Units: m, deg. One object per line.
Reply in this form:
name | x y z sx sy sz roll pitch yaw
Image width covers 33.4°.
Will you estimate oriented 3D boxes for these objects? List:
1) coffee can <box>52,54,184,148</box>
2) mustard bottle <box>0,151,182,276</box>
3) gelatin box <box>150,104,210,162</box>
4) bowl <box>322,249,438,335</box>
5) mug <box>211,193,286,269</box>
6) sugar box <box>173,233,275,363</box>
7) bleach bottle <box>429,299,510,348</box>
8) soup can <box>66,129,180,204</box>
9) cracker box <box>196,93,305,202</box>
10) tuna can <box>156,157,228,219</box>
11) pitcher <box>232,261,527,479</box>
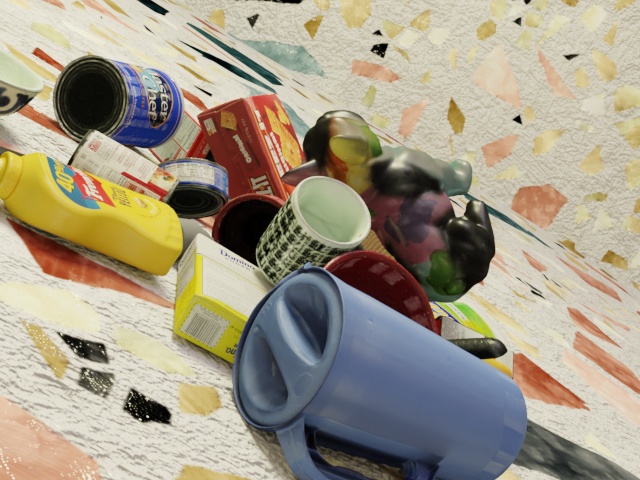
coffee can | -0.242 -0.165 1.294 0.103 0.103 0.140 36 14 15
mustard bottle | -0.220 -0.032 0.957 0.191 0.058 0.096 24 21 -33
gelatin box | -0.178 -0.128 1.374 0.030 0.073 0.089 19 19 -46
bowl | 0.035 0.093 0.995 0.161 0.162 0.055 25 -28 -31
mug | -0.058 0.001 1.165 0.117 0.093 0.081 47 8 -1
sugar box | -0.085 0.057 0.980 0.093 0.048 0.176 31 9 -14
bleach bottle | 0.119 0.112 1.224 0.250 0.068 0.103 7 38 -54
soup can | -0.202 -0.058 1.072 0.102 0.068 0.068 31 13 -6
cracker box | -0.072 -0.102 1.368 0.213 0.072 0.164 -47 115 -78
tuna can | -0.141 -0.055 1.148 0.086 0.086 0.034 21 58 -42
pitcher | 0.057 0.133 0.880 0.242 0.149 0.145 27 0 -33
